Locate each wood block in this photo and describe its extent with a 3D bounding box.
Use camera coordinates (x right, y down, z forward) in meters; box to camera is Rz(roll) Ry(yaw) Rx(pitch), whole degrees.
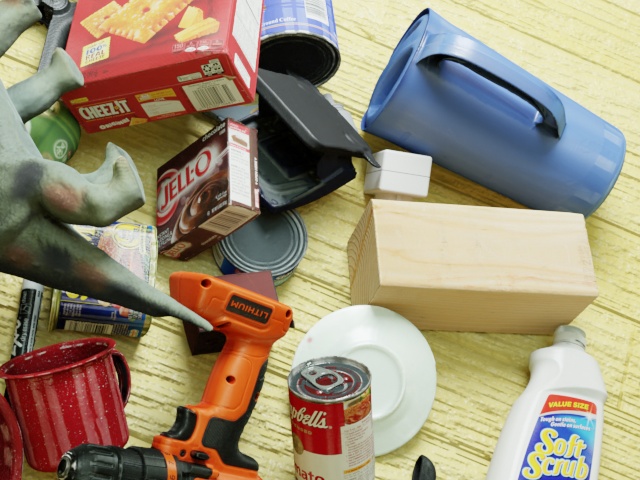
[{"bbox_3d":[0.137,0.026,0.987,0.206,0.091,0.090,3,61,-13],"label":"wood block"}]

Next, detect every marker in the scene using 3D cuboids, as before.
[{"bbox_3d":[-0.248,0.085,0.892,0.020,0.020,0.121,7,61,-12],"label":"marker"}]

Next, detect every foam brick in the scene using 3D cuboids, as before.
[{"bbox_3d":[-0.078,0.063,0.930,0.078,0.053,0.051,-7,65,-18],"label":"foam brick"}]

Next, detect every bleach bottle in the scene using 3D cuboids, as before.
[{"bbox_3d":[0.195,0.184,0.937,0.102,0.068,0.250,22,57,-6],"label":"bleach bottle"}]

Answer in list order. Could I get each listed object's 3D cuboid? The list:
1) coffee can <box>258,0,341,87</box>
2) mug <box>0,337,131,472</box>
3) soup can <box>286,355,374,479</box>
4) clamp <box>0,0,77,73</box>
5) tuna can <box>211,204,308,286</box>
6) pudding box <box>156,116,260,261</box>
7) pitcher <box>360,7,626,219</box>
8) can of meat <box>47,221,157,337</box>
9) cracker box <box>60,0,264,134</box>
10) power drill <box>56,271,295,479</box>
[{"bbox_3d":[-0.038,-0.233,1.069,0.102,0.103,0.140,1,63,-15],"label":"coffee can"},{"bbox_3d":[-0.191,0.125,0.842,0.117,0.093,0.081,-27,108,-59],"label":"mug"},{"bbox_3d":[0.010,0.154,0.868,0.068,0.102,0.068,-3,24,1],"label":"soup can"},{"bbox_3d":[-0.271,-0.224,1.039,0.120,0.039,0.171,33,53,-2],"label":"clamp"},{"bbox_3d":[-0.056,0.001,0.980,0.086,0.034,0.086,6,61,-12],"label":"tuna can"},{"bbox_3d":[-0.102,-0.043,0.947,0.039,0.114,0.090,20,54,-40],"label":"pudding box"},{"bbox_3d":[0.173,-0.115,1.033,0.242,0.145,0.149,27,28,-9],"label":"pitcher"},{"bbox_3d":[-0.186,0.031,0.916,0.083,0.058,0.102,7,62,-15],"label":"can of meat"},{"bbox_3d":[-0.139,-0.210,0.975,0.164,0.072,0.213,-9,54,16],"label":"cracker box"},{"bbox_3d":[-0.102,0.123,0.826,0.184,0.057,0.187,23,78,-41],"label":"power drill"}]
